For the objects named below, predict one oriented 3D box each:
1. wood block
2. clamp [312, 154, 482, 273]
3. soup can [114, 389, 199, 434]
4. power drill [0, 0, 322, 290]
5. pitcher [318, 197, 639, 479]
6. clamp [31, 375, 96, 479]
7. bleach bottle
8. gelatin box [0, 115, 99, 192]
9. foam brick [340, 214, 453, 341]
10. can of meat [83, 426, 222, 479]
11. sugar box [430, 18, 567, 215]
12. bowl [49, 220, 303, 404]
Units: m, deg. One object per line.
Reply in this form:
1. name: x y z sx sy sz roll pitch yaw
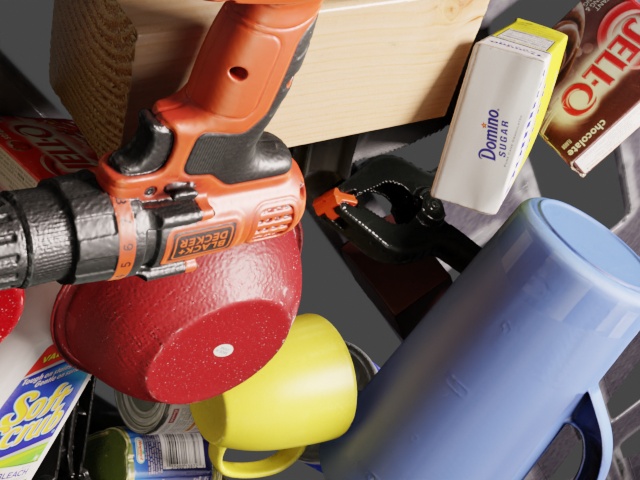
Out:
1. wood block: -0.026 -0.109 0.558 0.205 0.090 0.091 -15 140 -31
2. clamp: 0.076 -0.011 0.759 0.171 0.120 0.039 -6 160 -33
3. soup can: -0.090 0.104 0.775 0.102 0.068 0.069 4 129 -44
4. power drill: -0.067 -0.058 0.447 0.184 0.057 0.188 -14 144 -37
5. pitcher: 0.121 0.100 0.722 0.149 0.145 0.243 26 115 -18
6. clamp: -0.169 0.181 0.737 0.036 0.165 0.210 -10 148 -50
7. bleach bottle: -0.188 0.081 0.651 0.251 0.068 0.102 -56 151 15
8. gelatin box: -0.131 -0.036 0.547 0.073 0.089 0.030 -2 118 -42
9. foam brick: 0.061 0.028 0.814 0.053 0.078 0.051 -34 145 -6
10. can of meat: -0.138 0.170 0.795 0.102 0.057 0.083 -24 157 40
11. sugar box: 0.115 -0.082 0.660 0.176 0.048 0.093 -49 156 -68
12. bowl: -0.070 0.045 0.618 0.162 0.055 0.162 -24 147 -17
